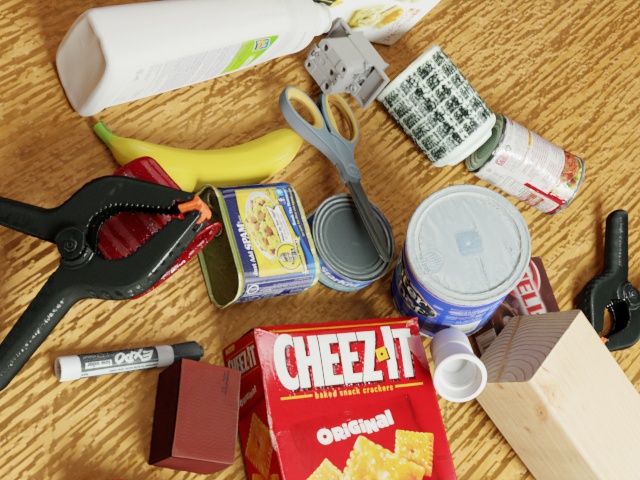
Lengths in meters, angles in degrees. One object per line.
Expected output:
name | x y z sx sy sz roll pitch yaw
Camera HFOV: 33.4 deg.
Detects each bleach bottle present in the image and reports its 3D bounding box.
bleach bottle | -0.098 -0.176 0.941 0.250 0.103 0.068 -18 81 -36

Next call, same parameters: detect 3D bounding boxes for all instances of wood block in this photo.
wood block | 0.233 0.171 0.951 0.090 0.090 0.206 -46 107 -28

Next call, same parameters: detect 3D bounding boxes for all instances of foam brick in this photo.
foam brick | -0.097 0.138 0.831 0.052 0.051 0.078 16 62 -24

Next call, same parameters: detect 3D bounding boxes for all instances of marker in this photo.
marker | -0.148 0.094 0.841 0.120 0.020 0.020 -4 71 -31

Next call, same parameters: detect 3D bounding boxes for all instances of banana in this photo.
banana | -0.096 -0.073 0.933 0.197 0.037 0.069 0 69 -30

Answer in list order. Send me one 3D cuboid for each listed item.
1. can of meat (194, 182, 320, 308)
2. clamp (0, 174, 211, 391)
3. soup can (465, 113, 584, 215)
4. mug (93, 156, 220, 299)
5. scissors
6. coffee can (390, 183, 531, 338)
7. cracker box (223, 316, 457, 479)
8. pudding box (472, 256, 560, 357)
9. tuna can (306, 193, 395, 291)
can of meat | -0.056 0.001 0.912 0.083 0.058 0.102 -7 73 -34
clamp | -0.181 0.018 0.789 0.210 0.036 0.164 -12 78 6
soup can | 0.207 -0.077 1.088 0.102 0.069 0.068 26 58 -17
mug | -0.149 -0.005 0.851 0.117 0.093 0.081 -41 87 1
scissors | 0.010 -0.071 0.967 0.096 0.016 0.202 20 42 -30
coffee can | 0.118 0.023 0.930 0.103 0.140 0.103 0 72 -1
cracker box | 0.024 0.174 0.871 0.163 0.072 0.214 -1 69 -31
pudding box | 0.188 0.074 1.027 0.089 0.039 0.113 -6 73 -32
tuna can | 0.023 0.003 0.969 0.086 0.034 0.086 12 64 -25
